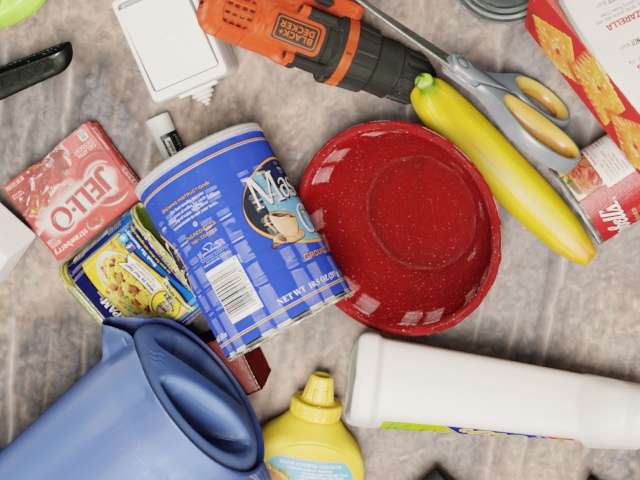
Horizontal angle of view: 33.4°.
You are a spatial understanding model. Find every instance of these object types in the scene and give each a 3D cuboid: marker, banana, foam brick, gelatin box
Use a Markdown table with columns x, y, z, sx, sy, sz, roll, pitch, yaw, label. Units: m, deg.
| x | y | z | sx | sy | sz | roll | pitch | yaw | label |
| --- | --- | --- | --- | --- | --- | --- | --- | --- | --- |
| -0.102 | -0.041 | 0.832 | 0.020 | 0.020 | 0.121 | -23 | 99 | 9 | marker |
| 0.126 | -0.055 | 0.781 | 0.197 | 0.069 | 0.037 | 41 | 109 | -19 | banana |
| -0.087 | 0.102 | 0.842 | 0.078 | 0.053 | 0.051 | -23 | 98 | 10 | foam brick |
| -0.191 | -0.039 | 0.835 | 0.089 | 0.030 | 0.073 | -35 | 96 | 11 | gelatin box |

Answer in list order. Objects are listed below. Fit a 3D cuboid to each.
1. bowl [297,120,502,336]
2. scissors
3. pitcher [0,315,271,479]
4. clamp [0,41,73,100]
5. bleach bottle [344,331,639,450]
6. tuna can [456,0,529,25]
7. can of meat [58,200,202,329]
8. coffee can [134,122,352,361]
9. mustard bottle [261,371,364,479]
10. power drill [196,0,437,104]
| x | y | z | sx | sy | sz | roll | pitch | yaw | label |
| --- | --- | --- | --- | --- | --- | --- | --- | --- | --- |
| 0.064 | -0.014 | 0.788 | 0.162 | 0.055 | 0.162 | 9 | 110 | 25 | bowl |
| 0.109 | -0.124 | 0.762 | 0.202 | 0.096 | 0.016 | 41 | 125 | 1 | scissors |
| -0.162 | 0.184 | 0.774 | 0.243 | 0.144 | 0.149 | -39 | 54 | 14 | pitcher |
| -0.288 | -0.106 | 0.808 | 0.164 | 0.036 | 0.210 | 25 | 118 | -6 | clamp |
| 0.146 | 0.119 | 0.795 | 0.251 | 0.102 | 0.068 | 7 | 78 | 0 | bleach bottle |
| 0.133 | -0.199 | 0.770 | 0.086 | 0.033 | 0.086 | 1 | 101 | 5 | tuna can |
| -0.135 | 0.030 | 0.823 | 0.084 | 0.057 | 0.102 | -38 | 95 | 21 | can of meat |
| -0.055 | 0.001 | 0.766 | 0.103 | 0.102 | 0.140 | -30 | 85 | 10 | coffee can |
| -0.016 | 0.197 | 0.850 | 0.096 | 0.058 | 0.192 | 9 | 102 | -9 | mustard bottle |
| 0.024 | -0.203 | 0.756 | 0.184 | 0.057 | 0.188 | 17 | 98 | -20 | power drill |
